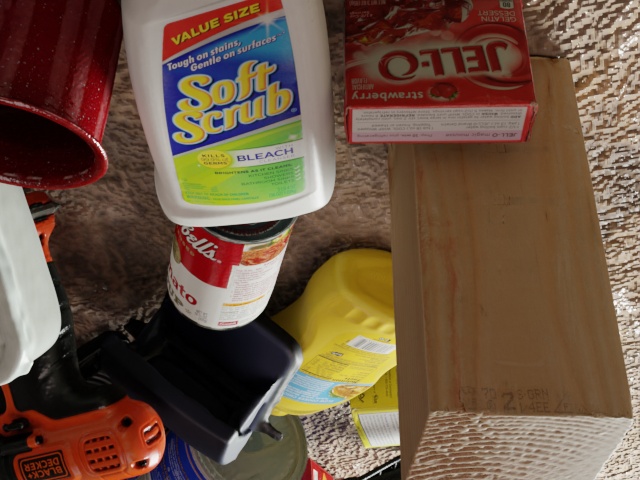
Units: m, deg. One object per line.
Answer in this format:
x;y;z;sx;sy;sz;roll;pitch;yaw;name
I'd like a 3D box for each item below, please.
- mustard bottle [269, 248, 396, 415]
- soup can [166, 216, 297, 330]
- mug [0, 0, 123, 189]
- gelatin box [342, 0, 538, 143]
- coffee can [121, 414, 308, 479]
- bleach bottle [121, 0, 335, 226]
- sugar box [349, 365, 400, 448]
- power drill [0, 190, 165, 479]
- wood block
0.003;0.077;0.753;0.096;0.058;0.192;15;142;-27;mustard bottle
-0.054;0.001;0.638;0.068;0.068;0.102;7;145;-10;soup can
-0.150;-0.080;0.504;0.117;0.081;0.093;0;157;19;mug
0.056;-0.083;0.513;0.089;0.073;0.030;-1;145;2;gelatin box
-0.089;0.186;0.870;0.102;0.103;0.141;19;141;-24;coffee can
-0.048;-0.091;0.475;0.102;0.068;0.251;-5;154;3;bleach bottle
0.114;0.122;0.824;0.176;0.048;0.093;-8;151;7;sugar box
-0.201;0.074;0.661;0.185;0.057;0.187;-16;98;21;power drill
0.086;0.013;0.533;0.090;0.206;0.091;2;145;-2;wood block
